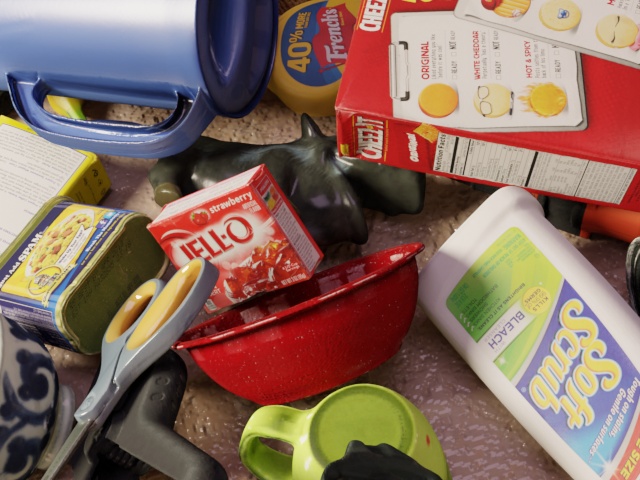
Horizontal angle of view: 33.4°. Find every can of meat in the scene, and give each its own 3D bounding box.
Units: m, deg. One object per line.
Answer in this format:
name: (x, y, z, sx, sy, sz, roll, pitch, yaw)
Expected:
can of meat: (-0.159, 0.022, 0.695, 0.084, 0.057, 0.102, 8, 53, 38)

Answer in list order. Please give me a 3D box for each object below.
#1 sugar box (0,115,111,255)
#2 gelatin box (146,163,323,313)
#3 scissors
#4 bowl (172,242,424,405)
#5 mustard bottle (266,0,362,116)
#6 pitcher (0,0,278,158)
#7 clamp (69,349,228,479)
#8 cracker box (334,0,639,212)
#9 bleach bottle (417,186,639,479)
sugar box: (-0.234, -0.001, 0.745, 0.093, 0.048, 0.176, 21, 63, 21)
gelatin box: (-0.055, 0.001, 0.673, 0.089, 0.073, 0.030, -20, 23, 32)
scissors: (-0.131, 0.089, 0.617, 0.201, 0.016, 0.096, -52, 23, -15)
bowl: (-0.004, 0.055, 0.636, 0.162, 0.162, 0.055, -23, 93, -9)
mustard bottle: (0.018, -0.139, 0.794, 0.192, 0.058, 0.096, -3, 64, 18)
pitcher: (-0.162, -0.149, 0.748, 0.243, 0.145, 0.149, 5, 23, 20)
clamp: (-0.119, 0.128, 0.609, 0.165, 0.036, 0.210, -47, 25, 13)
cracker box: (0.130, -0.116, 0.683, 0.214, 0.072, 0.164, 11, 65, 7)
bleach bottle: (0.166, 0.085, 0.612, 0.102, 0.068, 0.251, -48, 59, 9)
